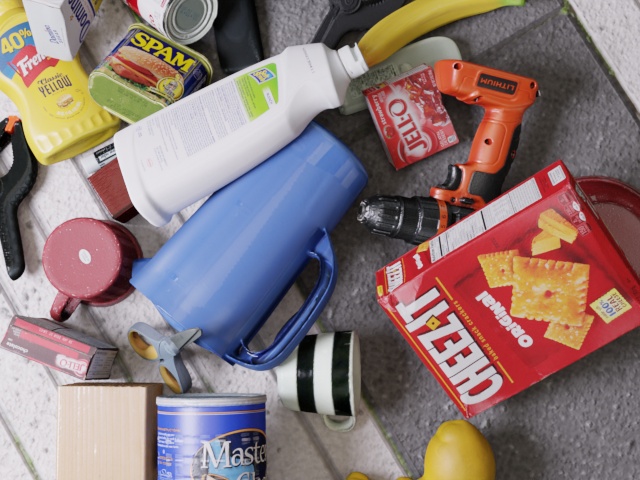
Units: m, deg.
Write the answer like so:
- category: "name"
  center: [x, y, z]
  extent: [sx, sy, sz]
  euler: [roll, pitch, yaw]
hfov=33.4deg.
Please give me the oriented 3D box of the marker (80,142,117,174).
- category: "marker"
  center: [-0.195, -0.106, 1.126]
  extent: [0.121, 0.020, 0.020]
  euler: [-27, 84, -1]

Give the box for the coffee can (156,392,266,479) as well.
- category: "coffee can"
  center: [-0.100, 0.214, 0.987]
  extent: [0.103, 0.103, 0.140]
  euler: [-1, 85, 1]

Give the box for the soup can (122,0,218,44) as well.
- category: "soup can"
  center: [-0.160, -0.253, 1.095]
  extent: [0.068, 0.068, 0.102]
  euler: [-46, 57, -3]

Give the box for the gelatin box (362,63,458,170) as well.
- category: "gelatin box"
  center: [0.093, -0.127, 1.098]
  extent: [0.073, 0.030, 0.089]
  euler: [-24, 111, -2]

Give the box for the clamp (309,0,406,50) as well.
- category: "clamp"
  center: [0.021, -0.241, 1.107]
  extent: [0.209, 0.036, 0.164]
  euler: [-23, 121, -14]

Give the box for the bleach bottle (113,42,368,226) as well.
- category: "bleach bottle"
  center: [-0.069, -0.112, 1.018]
  extent: [0.251, 0.068, 0.102]
  euler: [-26, 62, 8]

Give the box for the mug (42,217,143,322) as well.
- category: "mug"
  center: [-0.239, 0.030, 1.083]
  extent: [0.093, 0.081, 0.117]
  euler: [33, 86, 4]

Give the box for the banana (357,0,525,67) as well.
- category: "banana"
  center: [0.111, -0.229, 1.103]
  extent: [0.197, 0.070, 0.037]
  euler: [-25, 116, -11]

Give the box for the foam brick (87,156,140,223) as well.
- category: "foam brick"
  center: [-0.192, -0.061, 1.105]
  extent: [0.078, 0.053, 0.051]
  euler: [-36, 85, -3]

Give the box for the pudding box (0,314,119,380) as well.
- category: "pudding box"
  center: [-0.256, 0.108, 1.060]
  extent: [0.090, 0.113, 0.039]
  euler: [22, 86, 4]

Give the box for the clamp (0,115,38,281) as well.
- category: "clamp"
  center: [-0.354, -0.049, 1.116]
  extent: [0.120, 0.039, 0.171]
  euler: [9, 79, -2]

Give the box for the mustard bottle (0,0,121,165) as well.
- category: "mustard bottle"
  center: [-0.294, -0.180, 1.114]
  extent: [0.096, 0.058, 0.191]
  euler: [-29, 83, -19]

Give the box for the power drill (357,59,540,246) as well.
- category: "power drill"
  center: [0.135, -0.081, 1.064]
  extent: [0.184, 0.057, 0.188]
  euler: [9, 95, -21]

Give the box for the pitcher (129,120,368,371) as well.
- category: "pitcher"
  center: [-0.057, 0.001, 1.059]
  extent: [0.149, 0.145, 0.243]
  euler: [42, 83, -21]

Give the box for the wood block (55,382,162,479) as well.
- category: "wood block"
  center: [-0.208, 0.246, 1.058]
  extent: [0.091, 0.090, 0.206]
  euler: [0, 85, 2]

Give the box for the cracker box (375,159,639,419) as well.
- category: "cracker box"
  center: [0.184, 0.051, 1.020]
  extent: [0.214, 0.072, 0.164]
  euler: [-32, 108, 15]

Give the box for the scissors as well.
- category: "scissors"
  center: [-0.134, 0.116, 1.030]
  extent: [0.016, 0.202, 0.096]
  euler: [-40, 109, -25]

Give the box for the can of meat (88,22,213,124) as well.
- category: "can of meat"
  center: [-0.175, -0.163, 1.094]
  extent: [0.102, 0.057, 0.083]
  euler: [29, 53, 4]

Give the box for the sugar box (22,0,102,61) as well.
- category: "sugar box"
  center: [-0.241, -0.278, 1.081]
  extent: [0.048, 0.093, 0.176]
  euler: [15, 66, 2]
